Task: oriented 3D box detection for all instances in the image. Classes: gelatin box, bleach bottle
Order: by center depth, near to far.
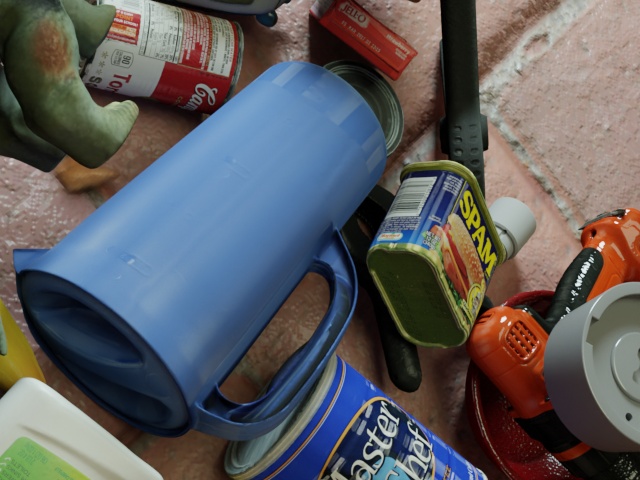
[{"bbox_3d":[-0.196,0.196,0.546,0.102,0.068,0.250,41,70,-13],"label":"bleach bottle"},{"bbox_3d":[0.031,-0.159,0.806,0.073,0.089,0.030,36,100,-14],"label":"gelatin box"}]

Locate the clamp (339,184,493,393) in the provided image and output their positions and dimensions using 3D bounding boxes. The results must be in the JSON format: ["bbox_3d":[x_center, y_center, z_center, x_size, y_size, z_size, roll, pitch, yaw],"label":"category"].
[{"bbox_3d":[0.060,0.017,0.792,0.120,0.039,0.171,-22,83,-47],"label":"clamp"}]

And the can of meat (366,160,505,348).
[{"bbox_3d":[0.078,0.011,0.727,0.102,0.058,0.083,62,42,-35],"label":"can of meat"}]

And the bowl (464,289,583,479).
[{"bbox_3d":[0.164,0.121,0.805,0.161,0.055,0.162,10,69,-27],"label":"bowl"}]

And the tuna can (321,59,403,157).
[{"bbox_3d":[0.020,-0.092,0.807,0.086,0.034,0.086,10,69,-27],"label":"tuna can"}]

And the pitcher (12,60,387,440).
[{"bbox_3d":[-0.054,0.001,0.669,0.242,0.145,0.149,-48,120,-32],"label":"pitcher"}]

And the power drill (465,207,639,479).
[{"bbox_3d":[0.211,0.080,0.776,0.184,0.057,0.187,48,57,-8],"label":"power drill"}]

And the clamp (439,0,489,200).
[{"bbox_3d":[0.109,-0.085,0.817,0.036,0.164,0.210,-4,90,7],"label":"clamp"}]

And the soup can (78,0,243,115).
[{"bbox_3d":[-0.112,-0.128,0.724,0.102,0.069,0.068,11,69,-26],"label":"soup can"}]

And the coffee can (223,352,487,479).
[{"bbox_3d":[0.023,0.149,0.687,0.140,0.103,0.102,40,59,-13],"label":"coffee can"}]
